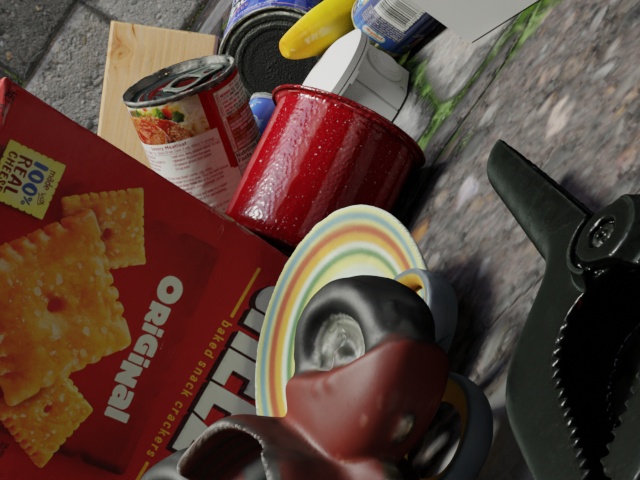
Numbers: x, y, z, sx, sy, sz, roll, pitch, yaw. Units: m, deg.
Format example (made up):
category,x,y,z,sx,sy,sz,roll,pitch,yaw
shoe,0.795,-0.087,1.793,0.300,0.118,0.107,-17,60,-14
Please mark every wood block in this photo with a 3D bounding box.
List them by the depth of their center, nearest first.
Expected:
category,x,y,z,sx,sy,sz,roll,pitch,yaw
wood block,-0.144,-0.078,0.926,0.090,0.091,0.206,-105,23,-82

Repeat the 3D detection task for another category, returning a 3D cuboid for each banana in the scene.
category,x,y,z,sx,sy,sz,roll,pitch,yaw
banana,0.028,-0.175,0.808,0.070,0.037,0.197,-31,9,26

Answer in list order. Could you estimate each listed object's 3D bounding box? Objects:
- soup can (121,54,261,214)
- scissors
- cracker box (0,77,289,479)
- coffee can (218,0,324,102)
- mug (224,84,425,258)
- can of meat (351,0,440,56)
category,x,y,z,sx,sy,sz,roll,pitch,yaw
soup can,-0.066,-0.049,0.626,0.068,0.102,0.068,-15,25,7
scissors,0.009,0.107,0.418,0.202,0.016,0.096,-66,31,17
cracker box,-0.109,0.048,0.528,0.164,0.213,0.072,-60,18,-11
coffee can,-0.032,-0.174,0.924,0.103,0.102,0.140,-49,18,24
mug,0.000,-0.024,0.595,0.117,0.093,0.081,74,-140,-76
can of meat,0.071,-0.186,0.732,0.084,0.057,0.102,-35,26,57
